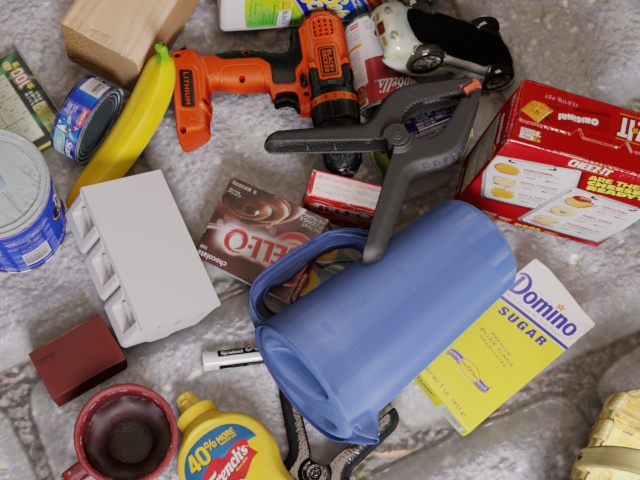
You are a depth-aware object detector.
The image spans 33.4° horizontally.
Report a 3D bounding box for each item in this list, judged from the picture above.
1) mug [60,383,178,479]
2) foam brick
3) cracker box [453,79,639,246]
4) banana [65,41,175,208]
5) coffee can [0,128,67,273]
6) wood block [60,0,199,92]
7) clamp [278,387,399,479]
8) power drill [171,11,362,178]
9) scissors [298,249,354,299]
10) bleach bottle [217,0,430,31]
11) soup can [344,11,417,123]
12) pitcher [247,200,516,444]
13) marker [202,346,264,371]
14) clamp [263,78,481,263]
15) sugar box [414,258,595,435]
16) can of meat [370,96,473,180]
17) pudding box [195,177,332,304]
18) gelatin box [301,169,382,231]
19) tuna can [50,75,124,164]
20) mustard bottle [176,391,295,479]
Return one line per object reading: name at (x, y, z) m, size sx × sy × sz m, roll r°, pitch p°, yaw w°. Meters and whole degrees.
mug at (-0.188, 0.191, 0.989) m, size 0.117 × 0.081 × 0.093 m, roll -37°, pitch 82°, yaw -14°
foam brick at (-0.231, 0.115, 1.021) m, size 0.078 × 0.051 × 0.053 m, roll -29°, pitch 79°, yaw -13°
cracker box at (0.236, -0.069, 1.035) m, size 0.164 × 0.214 × 0.072 m, roll 15°, pitch 74°, yaw -2°
banana at (-0.193, -0.114, 1.066) m, size 0.037 × 0.069 × 0.198 m, roll 38°, pitch 108°, yaw 20°
coffee can at (-0.298, -0.034, 1.007) m, size 0.102 × 0.140 × 0.103 m, roll 2°, pitch 75°, yaw -6°
wood block at (-0.176, -0.268, 1.109) m, size 0.090 × 0.091 × 0.206 m, roll 28°, pitch 74°, yaw 1°
clamp at (-0.011, 0.215, 1.026) m, size 0.120 × 0.039 × 0.171 m, roll 23°, pitch 74°, yaw 17°
power drill at (-0.054, -0.140, 1.091) m, size 0.187 × 0.057 × 0.184 m, roll -7°, pitch 69°, yaw -2°
scissors at (0.030, 0.048, 1.085) m, size 0.202 × 0.016 × 0.096 m, roll 34°, pitch 76°, yaw 4°
bleach bottle at (0.017, -0.271, 1.124) m, size 0.250 × 0.103 × 0.068 m, roll -4°, pitch 69°, yaw -7°
soup can at (0.065, -0.181, 1.123) m, size 0.068 × 0.068 × 0.102 m, roll -6°, pitch 76°, yaw -8°
pitcher at (0.060, 0.060, 1.007) m, size 0.242 × 0.145 × 0.149 m, roll -37°, pitch 118°, yaw -22°
marker at (-0.056, 0.113, 1.057) m, size 0.121 × 0.020 × 0.020 m, roll -6°, pitch 76°, yaw -8°
clamp at (0.074, -0.081, 1.007) m, size 0.210 × 0.036 × 0.165 m, roll -29°, pitch 67°, yaw -11°
sugar box at (0.180, 0.105, 1.071) m, size 0.176 × 0.048 × 0.093 m, roll -38°, pitch 82°, yaw -13°
can of meat at (0.101, -0.101, 1.089) m, size 0.084 × 0.102 × 0.057 m, roll -22°, pitch 74°, yaw -9°
pudding box at (-0.057, 0.001, 1.062) m, size 0.113 × 0.039 × 0.090 m, roll 24°, pitch 81°, yaw 14°
gelatin box at (0.027, -0.038, 1.078) m, size 0.089 × 0.073 × 0.030 m, roll 13°, pitch 74°, yaw -3°
tuna can at (-0.233, -0.121, 1.066) m, size 0.034 × 0.086 × 0.086 m, roll 29°, pitch 74°, yaw 4°
mustard bottle at (-0.078, 0.218, 0.992) m, size 0.096 × 0.058 × 0.192 m, roll -40°, pitch 65°, yaw 1°
